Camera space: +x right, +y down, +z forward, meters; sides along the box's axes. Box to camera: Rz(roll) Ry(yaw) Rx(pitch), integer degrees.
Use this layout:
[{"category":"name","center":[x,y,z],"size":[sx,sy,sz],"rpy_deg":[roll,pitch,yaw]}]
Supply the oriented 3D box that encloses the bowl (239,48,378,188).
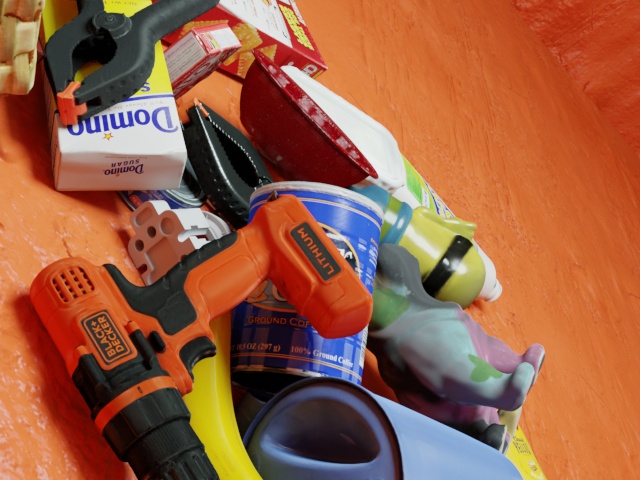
[{"category":"bowl","center":[-0.022,-0.097,0.961],"size":[0.162,0.055,0.162],"rpy_deg":[45,8,-9]}]

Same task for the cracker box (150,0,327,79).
[{"category":"cracker box","center":[-0.103,-0.255,1.129],"size":[0.213,0.072,0.164],"rpy_deg":[19,42,-55]}]

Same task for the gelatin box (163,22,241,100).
[{"category":"gelatin box","center":[-0.120,-0.151,0.930],"size":[0.030,0.089,0.073],"rpy_deg":[55,24,-2]}]

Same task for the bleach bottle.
[{"category":"bleach bottle","center":[0.131,-0.011,1.250],"size":[0.250,0.068,0.102],"rpy_deg":[41,28,-33]}]

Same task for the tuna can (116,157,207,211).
[{"category":"tuna can","center":[-0.129,-0.054,0.850],"size":[0.086,0.034,0.086],"rpy_deg":[42,26,-26]}]

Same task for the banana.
[{"category":"banana","center":[-0.061,0.119,0.702],"size":[0.037,0.069,0.198],"rpy_deg":[50,10,-53]}]

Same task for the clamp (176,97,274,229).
[{"category":"clamp","center":[-0.053,-0.024,0.881],"size":[0.210,0.036,0.164],"rpy_deg":[50,24,-29]}]

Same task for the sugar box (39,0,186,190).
[{"category":"sugar box","center":[-0.162,-0.115,0.811],"size":[0.093,0.048,0.176],"rpy_deg":[-2,49,-21]}]

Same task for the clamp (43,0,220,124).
[{"category":"clamp","center":[-0.142,-0.151,0.785],"size":[0.039,0.120,0.171],"rpy_deg":[83,12,-53]}]

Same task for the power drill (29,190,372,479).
[{"category":"power drill","center":[-0.062,0.061,0.666],"size":[0.187,0.057,0.184],"rpy_deg":[-26,69,-27]}]

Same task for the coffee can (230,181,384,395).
[{"category":"coffee can","center":[-0.012,0.040,0.788],"size":[0.102,0.103,0.140],"rpy_deg":[28,63,-45]}]

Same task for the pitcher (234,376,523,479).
[{"category":"pitcher","center":[0.051,0.179,0.775],"size":[0.242,0.145,0.149],"rpy_deg":[28,49,-52]}]
